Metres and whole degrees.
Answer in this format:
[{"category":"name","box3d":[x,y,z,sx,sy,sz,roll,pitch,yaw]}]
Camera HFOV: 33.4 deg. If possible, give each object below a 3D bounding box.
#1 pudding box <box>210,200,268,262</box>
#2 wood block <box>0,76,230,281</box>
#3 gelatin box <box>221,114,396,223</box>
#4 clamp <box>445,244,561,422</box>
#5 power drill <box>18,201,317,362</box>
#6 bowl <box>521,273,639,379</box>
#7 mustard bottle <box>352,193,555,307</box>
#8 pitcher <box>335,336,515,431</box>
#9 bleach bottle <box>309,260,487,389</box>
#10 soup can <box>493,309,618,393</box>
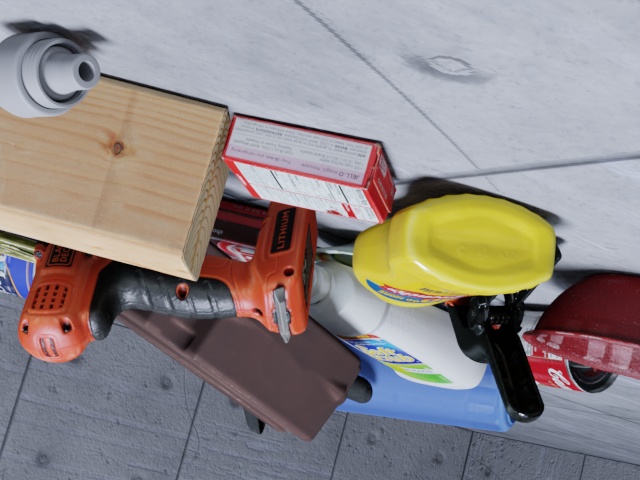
[{"category":"pudding box","box3d":[-0.056,0.001,0.884,0.090,0.039,0.113,14,169,6]},{"category":"wood block","box3d":[-0.163,-0.050,0.625,0.206,0.091,0.090,15,170,2]},{"category":"gelatin box","box3d":[-0.005,-0.041,0.619,0.089,0.030,0.073,12,168,14]},{"category":"clamp","box3d":[0.125,0.062,0.755,0.039,0.120,0.171,11,174,-8]},{"category":"power drill","box3d":[-0.098,0.003,0.724,0.188,0.184,0.057,-2,135,7]},{"category":"bowl","box3d":[0.229,0.063,0.761,0.162,0.055,0.162,15,170,2]},{"category":"mustard bottle","box3d":[0.073,0.012,0.706,0.096,0.058,0.192,6,172,-12]},{"category":"pitcher","box3d":[0.086,0.120,1.112,0.243,0.145,0.149,7,179,22]},{"category":"bleach bottle","box3d":[0.049,0.068,0.915,0.103,0.068,0.250,7,166,38]},{"category":"soup can","box3d":[0.202,0.094,0.931,0.068,0.068,0.102,21,169,-31]}]
